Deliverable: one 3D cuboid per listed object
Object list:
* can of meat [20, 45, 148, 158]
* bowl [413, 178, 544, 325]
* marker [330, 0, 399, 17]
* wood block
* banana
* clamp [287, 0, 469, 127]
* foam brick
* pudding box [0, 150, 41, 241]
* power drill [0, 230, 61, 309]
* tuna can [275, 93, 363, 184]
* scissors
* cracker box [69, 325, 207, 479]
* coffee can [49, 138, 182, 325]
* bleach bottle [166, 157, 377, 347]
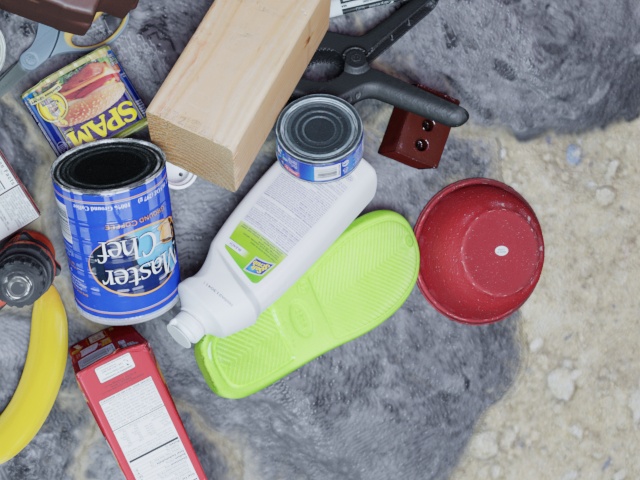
[{"bbox_3d":[-0.221,-0.125,1.014,0.102,0.057,0.084,-32,98,-14],"label":"can of meat"},{"bbox_3d":[0.181,0.013,1.143,0.162,0.055,0.162,0,91,-18],"label":"bowl"},{"bbox_3d":[0.065,-0.251,1.095,0.121,0.020,0.020,-11,95,7],"label":"marker"},{"bbox_3d":[-0.073,-0.163,1.004,0.090,0.091,0.206,25,68,8],"label":"wood block"},{"bbox_3d":[-0.283,0.140,1.009,0.069,0.037,0.198,32,82,-16],"label":"banana"},{"bbox_3d":[0.040,-0.184,1.084,0.210,0.036,0.164,-1,61,0],"label":"clamp"},{"bbox_3d":[0.103,-0.119,1.117,0.053,0.051,0.078,20,85,-17],"label":"foam brick"},{"bbox_3d":[-0.330,-0.032,0.984,0.113,0.039,0.090,-34,110,-16],"label":"pudding box"},{"bbox_3d":[-0.308,0.070,0.934,0.187,0.184,0.057,-41,102,-3],"label":"power drill"},{"bbox_3d":[-0.001,-0.098,1.021,0.086,0.034,0.086,-1,58,1],"label":"tuna can"},{"bbox_3d":[-0.279,-0.192,1.014,0.201,0.016,0.096,-30,98,-15],"label":"scissors"},{"bbox_3d":[-0.155,0.189,0.984,0.072,0.164,0.213,-26,98,-13],"label":"cracker box"},{"bbox_3d":[-0.184,-0.008,0.975,0.102,0.103,0.140,-13,123,-17],"label":"coffee can"},{"bbox_3d":[-0.057,0.001,1.017,0.103,0.068,0.250,35,62,18],"label":"bleach bottle"}]
